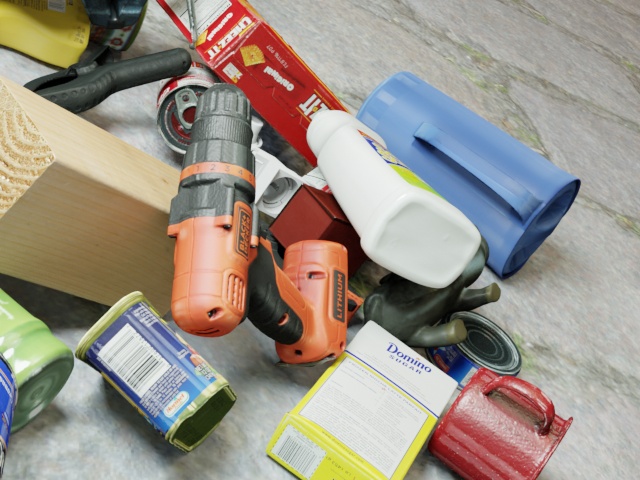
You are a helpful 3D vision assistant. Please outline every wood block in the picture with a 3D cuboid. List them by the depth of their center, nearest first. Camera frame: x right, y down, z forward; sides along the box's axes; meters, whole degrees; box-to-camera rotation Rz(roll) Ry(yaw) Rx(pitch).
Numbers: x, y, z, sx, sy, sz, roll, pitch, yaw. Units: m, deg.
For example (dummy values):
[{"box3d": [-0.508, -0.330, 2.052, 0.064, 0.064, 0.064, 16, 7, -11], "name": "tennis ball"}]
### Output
[{"box3d": [-0.163, -0.022, 0.733, 0.090, 0.091, 0.205, 49, 11, 28], "name": "wood block"}]

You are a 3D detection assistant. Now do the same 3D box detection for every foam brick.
[{"box3d": [0.005, -0.007, 0.921, 0.078, 0.051, 0.053, 19, 23, -51], "name": "foam brick"}]

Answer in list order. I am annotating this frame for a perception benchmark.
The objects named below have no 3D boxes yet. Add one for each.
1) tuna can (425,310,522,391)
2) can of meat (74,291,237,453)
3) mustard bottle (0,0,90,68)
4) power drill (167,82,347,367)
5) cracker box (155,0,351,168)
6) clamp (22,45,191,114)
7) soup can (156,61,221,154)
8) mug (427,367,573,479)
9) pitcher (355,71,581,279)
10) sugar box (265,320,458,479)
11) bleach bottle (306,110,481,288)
[{"box3d": [0.140, 0.102, 0.972, 0.086, 0.034, 0.086, 24, 30, -15], "name": "tuna can"}, {"box3d": [-0.103, 0.088, 0.694, 0.084, 0.057, 0.102, 42, -10, 13], "name": "can of meat"}, {"box3d": [-0.317, -0.228, 1.009, 0.191, 0.058, 0.096, 15, 45, -29], "name": "mustard bottle"}, {"box3d": [-0.042, 0.002, 0.773, 0.187, 0.057, 0.184, 41, 47, -53], "name": "power drill"}, {"box3d": [-0.068, -0.187, 1.089, 0.164, 0.072, 0.214, 41, 7, -38], "name": "cracker box"}, {"box3d": [-0.215, -0.146, 0.973, 0.171, 0.039, 0.120, -27, 23, -38], "name": "clamp"}, {"box3d": [-0.122, -0.128, 1.016, 0.068, 0.068, 0.102, 23, 16, -17], "name": "soup can"}, {"box3d": [0.140, 0.146, 0.825, 0.081, 0.117, 0.093, 34, 52, 13], "name": "mug"}, {"box3d": [0.151, -0.082, 1.167, 0.243, 0.149, 0.144, 39, 47, 19], "name": "pitcher"}, {"box3d": [0.037, 0.133, 0.812, 0.093, 0.048, 0.176, 36, 25, 9], "name": "sugar box"}, {"box3d": [0.041, -0.056, 0.925, 0.102, 0.068, 0.251, 28, 16, -33], "name": "bleach bottle"}]
